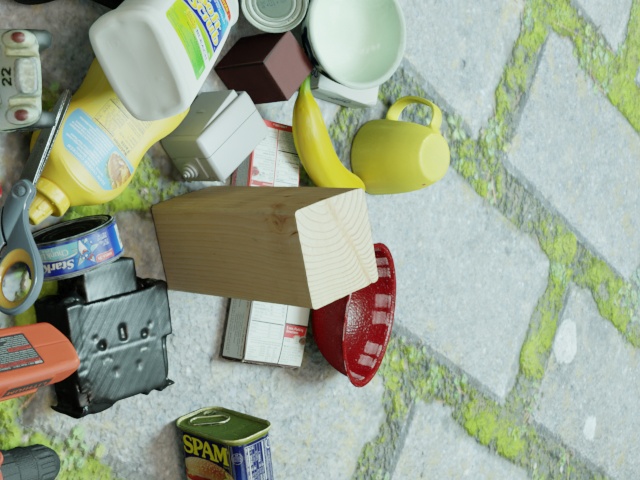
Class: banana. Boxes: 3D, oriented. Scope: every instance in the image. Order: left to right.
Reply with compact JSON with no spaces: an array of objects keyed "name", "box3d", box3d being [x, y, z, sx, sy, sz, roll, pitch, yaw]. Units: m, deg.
[{"name":"banana","box3d":[0.009,-0.091,1.150,0.069,0.037,0.197,-60,147,-25]}]

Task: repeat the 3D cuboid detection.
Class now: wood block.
[{"name":"wood block","box3d":[-0.056,0.001,1.006,0.090,0.207,0.091,-21,107,-42]}]

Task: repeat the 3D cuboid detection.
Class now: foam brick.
[{"name":"foam brick","box3d":[-0.057,-0.175,1.083,0.053,0.078,0.051,-54,125,-27]}]

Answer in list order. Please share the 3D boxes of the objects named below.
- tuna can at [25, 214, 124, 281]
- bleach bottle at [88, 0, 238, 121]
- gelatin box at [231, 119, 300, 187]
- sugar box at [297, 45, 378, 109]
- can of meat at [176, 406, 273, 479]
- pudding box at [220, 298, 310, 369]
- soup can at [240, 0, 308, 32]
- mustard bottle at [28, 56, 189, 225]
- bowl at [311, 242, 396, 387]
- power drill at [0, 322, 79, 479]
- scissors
[{"name":"tuna can","box3d":[-0.217,0.005,0.932,0.085,0.086,0.034,-26,109,-41]},{"name":"bleach bottle","box3d":[-0.124,-0.208,0.965,0.250,0.068,0.102,-73,146,-54]},{"name":"gelatin box","box3d":[-0.056,-0.081,1.124,0.073,0.030,0.089,7,88,-46]},{"name":"sugar box","box3d":[0.031,-0.242,1.186,0.093,0.048,0.176,10,84,-42]},{"name":"can of meat","box3d":[-0.092,0.220,1.061,0.057,0.102,0.084,-18,107,-43]},{"name":"pudding box","box3d":[-0.054,0.077,1.132,0.089,0.039,0.113,14,81,-45]},{"name":"soup can","box3d":[-0.043,-0.262,1.066,0.068,0.069,0.102,51,26,-34]},{"name":"mustard bottle","box3d":[-0.203,-0.089,0.958,0.096,0.058,0.191,52,58,-32]},{"name":"bowl","box3d":[0.033,0.079,1.185,0.162,0.055,0.162,8,90,-67]},{"name":"power drill","box3d":[-0.263,0.154,0.858,0.184,0.057,0.188,-9,135,-53]},{"name":"scissors","box3d":[-0.239,-0.024,0.890,0.201,0.096,0.016,-53,164,-4]}]
